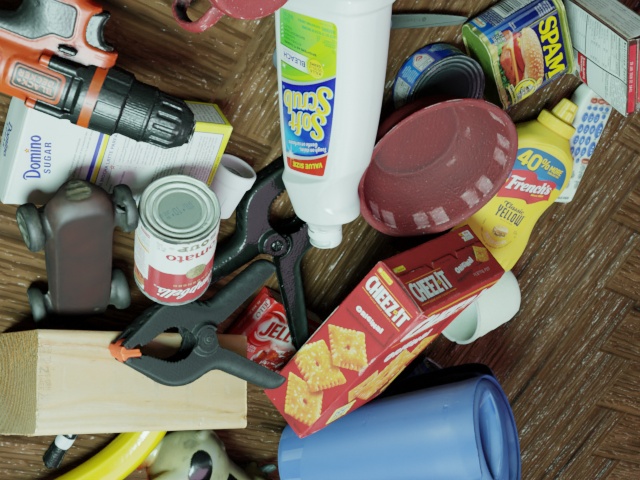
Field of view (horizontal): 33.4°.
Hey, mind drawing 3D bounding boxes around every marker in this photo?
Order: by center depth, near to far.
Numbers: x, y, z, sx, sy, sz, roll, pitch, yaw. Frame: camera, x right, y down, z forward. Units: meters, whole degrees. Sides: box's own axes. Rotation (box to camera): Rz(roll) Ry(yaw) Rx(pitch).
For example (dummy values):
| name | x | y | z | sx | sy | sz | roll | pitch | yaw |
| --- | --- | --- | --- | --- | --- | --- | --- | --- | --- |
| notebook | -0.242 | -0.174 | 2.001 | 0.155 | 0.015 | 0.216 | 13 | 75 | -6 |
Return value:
| name | x | y | z | sx | sy | sz | roll | pitch | yaw |
| --- | --- | --- | --- | --- | --- | --- | --- | --- | --- |
| marker | -0.237 | 0.175 | 1.040 | 0.020 | 0.020 | 0.121 | 19 | 111 | -42 |

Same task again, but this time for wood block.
| name | x | y | z | sx | sy | sz | roll | pitch | yaw |
| --- | --- | --- | --- | --- | --- | --- | --- | --- | --- |
| wood block | -0.177 | 0.129 | 0.970 | 0.205 | 0.091 | 0.090 | 6 | 79 | -37 |

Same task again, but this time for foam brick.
| name | x | y | z | sx | sy | sz | roll | pitch | yaw |
| --- | --- | --- | --- | --- | --- | --- | --- | --- | --- |
| foam brick | 0.098 | -0.026 | 1.083 | 0.078 | 0.053 | 0.051 | -47 | 136 | 6 |

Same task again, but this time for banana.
| name | x | y | z | sx | sy | sz | roll | pitch | yaw |
| --- | --- | --- | --- | --- | --- | --- | --- | --- | --- |
| banana | -0.207 | 0.207 | 1.066 | 0.197 | 0.037 | 0.069 | -47 | 119 | -8 |

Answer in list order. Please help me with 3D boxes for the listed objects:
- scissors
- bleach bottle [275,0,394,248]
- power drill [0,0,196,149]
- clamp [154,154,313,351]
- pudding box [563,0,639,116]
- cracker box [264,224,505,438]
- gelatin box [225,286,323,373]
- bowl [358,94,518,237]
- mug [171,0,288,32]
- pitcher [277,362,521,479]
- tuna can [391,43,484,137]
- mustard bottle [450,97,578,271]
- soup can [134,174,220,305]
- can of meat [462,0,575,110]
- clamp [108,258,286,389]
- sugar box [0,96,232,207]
| name | x | y | z | sx | sy | sz | roll | pitch | yaw |
| --- | --- | --- | --- | --- | --- | --- | --- | --- | --- |
| scissors | 0.038 | -0.178 | 0.951 | 0.201 | 0.016 | 0.096 | 7 | 121 | -37 |
| bleach bottle | 0.011 | -0.102 | 0.897 | 0.067 | 0.103 | 0.251 | -29 | 132 | -37 |
| power drill | -0.153 | -0.169 | 0.757 | 0.184 | 0.057 | 0.188 | 20 | 109 | -12 |
| clamp | -0.057 | 0.001 | 1.003 | 0.164 | 0.036 | 0.210 | 11 | 109 | -26 |
| pudding box | 0.280 | -0.186 | 1.037 | 0.039 | 0.114 | 0.090 | -23 | 133 | -13 |
| cracker box | 0.064 | 0.091 | 1.058 | 0.163 | 0.072 | 0.214 | -21 | 157 | -51 |
| gelatin box | -0.047 | 0.096 | 1.098 | 0.073 | 0.030 | 0.089 | -49 | 136 | 9 |
| bowl | 0.099 | -0.079 | 0.992 | 0.162 | 0.055 | 0.162 | -14 | 137 | -14 |
| mug | -0.071 | -0.209 | 0.805 | 0.093 | 0.082 | 0.117 | 29 | 105 | -44 |
| pitcher | 0.083 | 0.218 | 1.140 | 0.243 | 0.145 | 0.149 | -13 | 172 | 27 |
| tuna can | 0.111 | -0.143 | 1.014 | 0.086 | 0.034 | 0.086 | -18 | 131 | -22 |
| mustard bottle | 0.209 | -0.064 | 1.122 | 0.096 | 0.058 | 0.192 | 25 | 107 | -22 |
| soup can | -0.120 | 0.000 | 0.889 | 0.068 | 0.068 | 0.102 | -18 | 153 | -22 |
| can of meat | 0.188 | -0.184 | 1.018 | 0.084 | 0.057 | 0.102 | -32 | 136 | -6 |
| clamp | -0.101 | 0.094 | 0.950 | 0.171 | 0.039 | 0.120 | -18 | 95 | -30 |
| sugar box | -0.169 | -0.073 | 0.872 | 0.175 | 0.048 | 0.093 | 4 | 125 | -33 |
